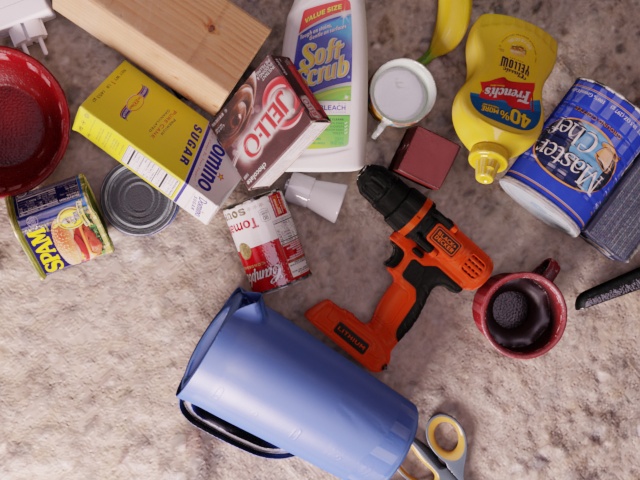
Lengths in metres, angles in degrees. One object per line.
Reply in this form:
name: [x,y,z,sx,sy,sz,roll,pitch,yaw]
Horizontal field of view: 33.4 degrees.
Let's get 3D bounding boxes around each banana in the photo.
banana: [0.130,-0.290,1.167,0.069,0.037,0.198,-6,92,-4]

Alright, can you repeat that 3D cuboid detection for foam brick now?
foam brick: [0.111,-0.089,1.153,0.051,0.078,0.053,26,90,-6]

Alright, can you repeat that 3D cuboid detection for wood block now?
wood block: [-0.166,-0.231,1.111,0.206,0.090,0.090,34,75,-7]

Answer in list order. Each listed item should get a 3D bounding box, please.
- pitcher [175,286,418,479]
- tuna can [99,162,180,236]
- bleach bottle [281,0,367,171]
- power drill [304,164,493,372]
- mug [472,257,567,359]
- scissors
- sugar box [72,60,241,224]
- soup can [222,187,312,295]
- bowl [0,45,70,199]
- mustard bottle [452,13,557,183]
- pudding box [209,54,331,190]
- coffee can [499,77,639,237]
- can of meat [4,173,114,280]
pitcher: [-0.027,0.171,1.138,0.242,0.149,0.145,32,75,-7]
tuna can: [-0.195,-0.047,1.158,0.086,0.034,0.086,0,92,-3]
bleach bottle: [-0.001,-0.200,1.122,0.102,0.068,0.251,0,102,6]
power drill: [0.069,0.035,1.164,0.184,0.057,0.187,41,89,-4]
mug: [0.219,0.068,1.162,0.093,0.081,0.117,34,90,-4]
scissors: [0.169,0.273,1.200,0.201,0.016,0.096,37,90,-4]
sugar box: [-0.164,-0.105,1.131,0.176,0.048,0.093,34,50,-3]
soup can: [-0.058,0.001,1.150,0.068,0.068,0.102,-20,94,-3]
bowl: [-0.343,-0.124,1.135,0.162,0.055,0.162,0,92,-3]
mustard bottle: [0.190,-0.144,1.127,0.096,0.058,0.191,20,64,-8]
pudding box: [-0.053,-0.121,1.099,0.114,0.039,0.090,-46,66,33]
coffee can: [0.275,-0.089,1.149,0.103,0.103,0.140,37,89,-4]
can of meat: [-0.272,-0.015,1.124,0.084,0.102,0.057,-20,50,-6]
